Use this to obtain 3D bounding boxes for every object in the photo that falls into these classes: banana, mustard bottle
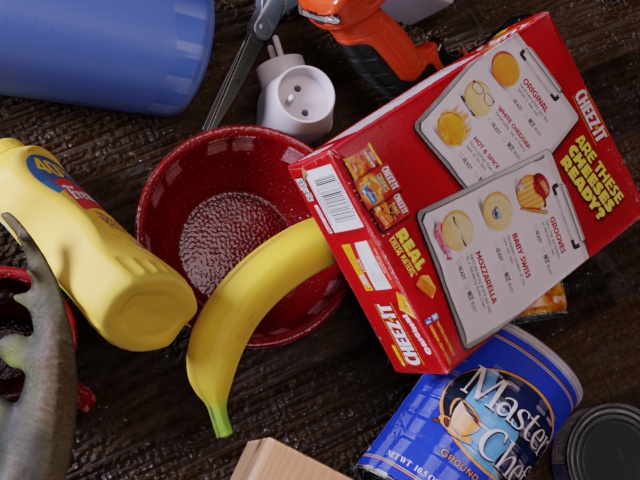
[{"bbox_3d":[-0.030,0.037,0.722,0.069,0.037,0.197,47,71,-20],"label":"banana"},{"bbox_3d":[-0.167,-0.009,0.693,0.192,0.096,0.058,40,92,25],"label":"mustard bottle"}]

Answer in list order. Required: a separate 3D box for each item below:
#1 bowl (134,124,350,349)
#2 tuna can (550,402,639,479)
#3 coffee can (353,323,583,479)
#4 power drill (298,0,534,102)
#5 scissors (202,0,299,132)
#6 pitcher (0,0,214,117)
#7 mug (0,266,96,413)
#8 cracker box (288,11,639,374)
[{"bbox_3d":[-0.055,0.001,0.771,0.162,0.055,0.162,3,77,-14],"label":"bowl"},{"bbox_3d":[0.220,0.168,0.815,0.086,0.034,0.086,3,77,-14],"label":"tuna can"},{"bbox_3d":[0.105,0.137,0.757,0.103,0.103,0.140,40,72,-3],"label":"coffee can"},{"bbox_3d":[0.081,-0.151,0.790,0.184,0.057,0.187,-47,127,-12],"label":"power drill"},{"bbox_3d":[-0.053,-0.182,0.817,0.201,0.016,0.096,-51,121,-19],"label":"scissors"},{"bbox_3d":[-0.202,-0.164,0.724,0.242,0.145,0.149,9,83,-26],"label":"pitcher"},{"bbox_3d":[-0.199,0.077,0.703,0.117,0.082,0.093,33,72,-5],"label":"mug"},{"bbox_3d":[0.104,-0.034,0.732,0.213,0.072,0.164,-35,101,-27],"label":"cracker box"}]
